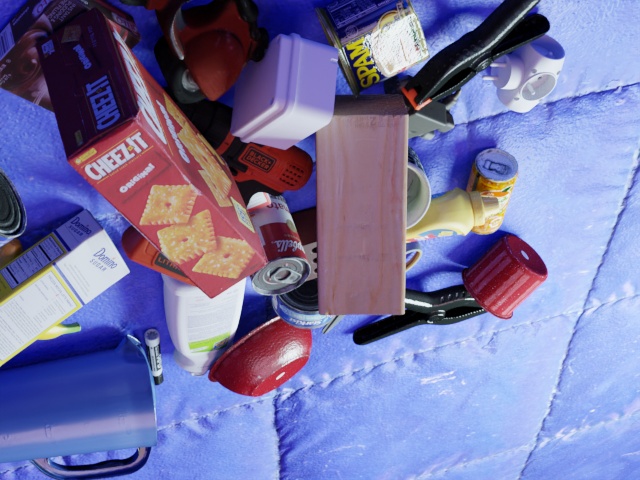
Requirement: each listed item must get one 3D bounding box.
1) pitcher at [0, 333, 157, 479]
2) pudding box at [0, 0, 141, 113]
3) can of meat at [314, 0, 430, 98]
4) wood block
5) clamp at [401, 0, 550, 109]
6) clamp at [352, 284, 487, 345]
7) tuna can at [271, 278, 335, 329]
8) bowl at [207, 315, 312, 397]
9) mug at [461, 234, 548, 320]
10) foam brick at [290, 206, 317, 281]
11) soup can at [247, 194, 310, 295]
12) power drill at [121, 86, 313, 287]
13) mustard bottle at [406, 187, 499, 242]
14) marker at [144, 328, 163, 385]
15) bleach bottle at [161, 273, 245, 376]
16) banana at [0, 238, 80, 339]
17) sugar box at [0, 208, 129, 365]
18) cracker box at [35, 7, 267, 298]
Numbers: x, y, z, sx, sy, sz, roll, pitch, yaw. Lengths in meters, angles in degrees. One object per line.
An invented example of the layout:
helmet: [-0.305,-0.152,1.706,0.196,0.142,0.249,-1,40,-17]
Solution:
pitcher: [-0.326,0.219,1.333,0.242,0.149,0.145,-8,155,-13]
pudding box: [-0.228,-0.169,0.934,0.114,0.039,0.089,-38,142,23]
can of meat: [0.052,-0.197,1.027,0.084,0.057,0.102,-26,146,3]
wood block: [0.040,-0.037,1.076,0.090,0.091,0.206,-1,111,-1]
clamp: [0.163,-0.192,1.080,0.172,0.039,0.120,-35,159,18]
clamp: [0.147,0.098,1.482,0.209,0.036,0.165,-3,153,-19]
tuna can: [-0.017,0.066,1.326,0.086,0.086,0.034,-10,142,-16]
bowl: [-0.067,0.157,1.405,0.162,0.055,0.162,-33,163,-12]
mug: [0.256,0.044,1.448,0.082,0.093,0.117,-48,169,27]
foam brick: [-0.010,0.004,1.275,0.053,0.051,0.078,-16,146,-6]
soup can: [-0.058,0.001,1.201,0.068,0.102,0.068,-14,145,-10]
power drill: [-0.125,-0.051,1.087,0.184,0.057,0.188,26,113,-28]
mustard bottle: [0.115,-0.026,1.255,0.191,0.058,0.096,-11,176,1]
marker: [-0.218,0.156,1.404,0.020,0.020,0.121,-12,145,-13]
bleach bottle: [-0.152,0.097,1.322,0.102,0.068,0.251,-10,146,-18]
banana: [-0.337,0.064,1.206,0.069,0.037,0.198,-36,149,-12]
sugar box: [-0.300,0.051,1.149,0.176,0.048,0.093,-39,149,-14]
cracker box: [-0.141,-0.072,0.913,0.072,0.164,0.213,-32,137,6]
